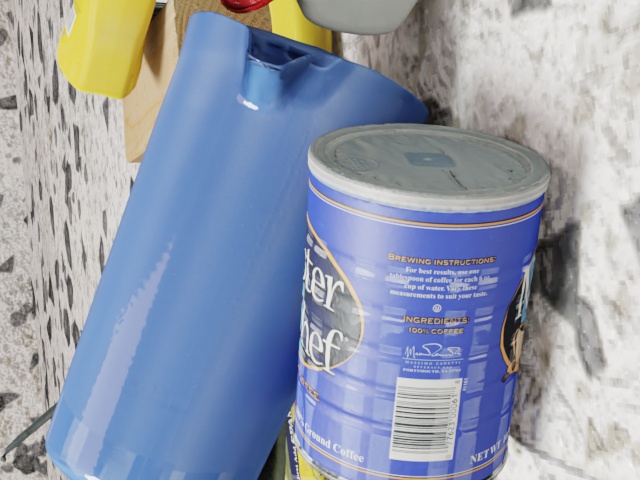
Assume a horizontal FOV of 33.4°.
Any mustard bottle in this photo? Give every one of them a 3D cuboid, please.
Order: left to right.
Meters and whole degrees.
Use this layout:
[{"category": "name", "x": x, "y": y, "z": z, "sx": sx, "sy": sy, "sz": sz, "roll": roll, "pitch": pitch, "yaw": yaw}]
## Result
[{"category": "mustard bottle", "x": -0.128, "y": -0.198, "z": 0.716, "sx": 0.096, "sy": 0.058, "sz": 0.192, "roll": -109, "pitch": 36, "yaw": -54}]

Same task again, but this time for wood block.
[{"category": "wood block", "x": -0.088, "y": -0.117, "z": 0.809, "sx": 0.206, "sy": 0.090, "sz": 0.090, "roll": 169, "pitch": 97, "yaw": -70}]

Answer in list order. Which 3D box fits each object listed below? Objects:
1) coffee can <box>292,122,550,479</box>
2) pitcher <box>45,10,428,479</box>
[{"category": "coffee can", "x": 0.042, "y": 0.028, "z": 0.478, "sx": 0.103, "sy": 0.102, "sz": 0.140, "roll": -134, "pitch": 43, "yaw": -60}, {"category": "pitcher", "x": -0.046, "y": 0.017, "z": 0.561, "sx": 0.145, "sy": 0.149, "sz": 0.243, "roll": 20, "pitch": 88, "yaw": 54}]
